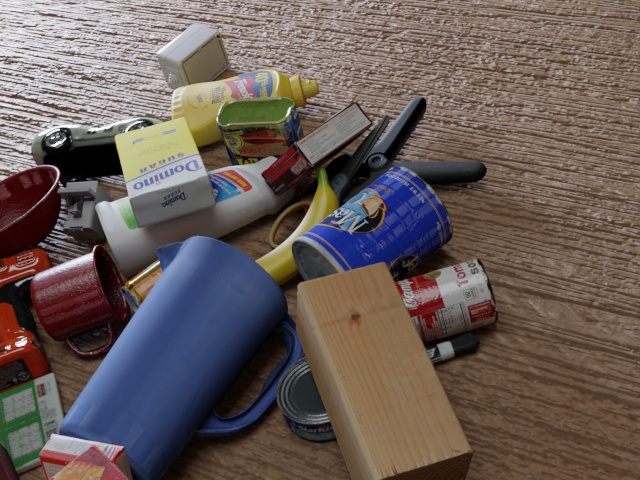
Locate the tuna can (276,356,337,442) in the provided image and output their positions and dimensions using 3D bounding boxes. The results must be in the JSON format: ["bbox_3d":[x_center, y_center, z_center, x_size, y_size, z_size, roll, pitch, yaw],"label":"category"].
[{"bbox_3d":[0.002,0.153,1.043,0.086,0.034,0.086,-9,44,9],"label":"tuna can"}]

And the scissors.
[{"bbox_3d":[0.028,-0.048,1.207,0.202,0.016,0.096,-41,62,0],"label":"scissors"}]

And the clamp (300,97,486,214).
[{"bbox_3d":[0.079,-0.079,1.250,0.210,0.036,0.165,-31,44,-11],"label":"clamp"}]

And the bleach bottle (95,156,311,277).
[{"bbox_3d":[-0.133,-0.045,1.267,0.250,0.068,0.103,-23,41,-9],"label":"bleach bottle"}]

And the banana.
[{"bbox_3d":[-0.043,0.011,1.178,0.198,0.037,0.070,-45,65,0],"label":"banana"}]

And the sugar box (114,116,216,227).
[{"bbox_3d":[-0.184,-0.083,1.244,0.093,0.048,0.176,-17,30,-8],"label":"sugar box"}]

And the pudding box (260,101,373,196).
[{"bbox_3d":[-0.004,-0.105,1.222,0.113,0.039,0.090,-40,4,-35],"label":"pudding box"}]

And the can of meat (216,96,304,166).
[{"bbox_3d":[-0.070,-0.128,1.313,0.102,0.084,0.057,-1,46,17],"label":"can of meat"}]

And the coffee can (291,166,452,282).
[{"bbox_3d":[0.055,0.002,1.129,0.140,0.103,0.103,-37,47,-20],"label":"coffee can"}]

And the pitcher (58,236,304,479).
[{"bbox_3d":[-0.137,0.129,1.057,0.149,0.145,0.242,7,51,40],"label":"pitcher"}]

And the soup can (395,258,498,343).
[{"bbox_3d":[0.120,0.064,1.071,0.102,0.068,0.068,-17,43,0],"label":"soup can"}]

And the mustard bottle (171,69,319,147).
[{"bbox_3d":[-0.096,-0.178,1.391,0.191,0.058,0.096,-12,45,6],"label":"mustard bottle"}]

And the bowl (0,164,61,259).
[{"bbox_3d":[-0.378,-0.024,1.311,0.162,0.055,0.162,-21,29,12],"label":"bowl"}]

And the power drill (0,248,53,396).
[{"bbox_3d":[-0.386,0.097,1.207,0.184,0.057,0.188,-21,44,-4],"label":"power drill"}]

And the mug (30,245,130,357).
[{"bbox_3d":[-0.263,0.073,1.181,0.081,0.093,0.117,-20,80,4],"label":"mug"}]

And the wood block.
[{"bbox_3d":[0.052,0.133,0.968,0.090,0.090,0.206,-14,55,-12],"label":"wood block"}]

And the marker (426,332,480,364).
[{"bbox_3d":[0.100,0.117,1.058,0.121,0.020,0.020,-19,43,-1],"label":"marker"}]

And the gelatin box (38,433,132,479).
[{"bbox_3d":[-0.207,0.219,0.965,0.073,0.089,0.030,7,39,16],"label":"gelatin box"}]
